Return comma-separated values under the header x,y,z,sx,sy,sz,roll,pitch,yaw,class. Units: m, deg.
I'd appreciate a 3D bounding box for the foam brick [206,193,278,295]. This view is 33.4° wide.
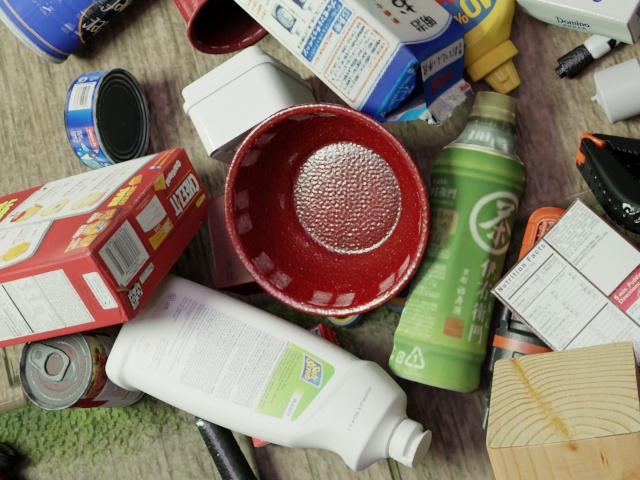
x,y,z,sx,sy,sz,roll,pitch,yaw,class
-0.056,0.001,0.870,0.053,0.051,0.078,-12,78,20,foam brick

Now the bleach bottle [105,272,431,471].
x,y,z,sx,sy,sz,roll,pitch,yaw,class
-0.037,0.112,0.805,0.251,0.068,0.102,22,84,25,bleach bottle

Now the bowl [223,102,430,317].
x,y,z,sx,sy,sz,roll,pitch,yaw,class
0.011,-0.027,0.804,0.162,0.055,0.162,6,106,20,bowl

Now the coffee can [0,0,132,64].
x,y,z,sx,sy,sz,roll,pitch,yaw,class
-0.211,-0.238,0.935,0.140,0.102,0.103,-37,71,12,coffee can

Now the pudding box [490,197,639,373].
x,y,z,sx,sy,sz,roll,pitch,yaw,class
0.186,0.041,0.720,0.090,0.039,0.114,-48,63,9,pudding box

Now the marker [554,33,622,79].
x,y,z,sx,sy,sz,roll,pitch,yaw,class
0.228,-0.161,0.800,0.121,0.020,0.020,-36,72,13,marker

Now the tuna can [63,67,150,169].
x,y,z,sx,sy,sz,roll,pitch,yaw,class
-0.182,-0.103,0.914,0.034,0.086,0.086,-2,82,22,tuna can

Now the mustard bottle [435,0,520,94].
x,y,z,sx,sy,sz,roll,pitch,yaw,class
0.094,-0.195,0.820,0.096,0.058,0.191,-34,91,16,mustard bottle

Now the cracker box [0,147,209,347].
x,y,z,sx,sy,sz,roll,pitch,yaw,class
-0.213,0.012,0.857,0.214,0.164,0.072,-13,117,27,cracker box

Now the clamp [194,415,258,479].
x,y,z,sx,sy,sz,roll,pitch,yaw,class
-0.055,0.212,0.842,0.172,0.039,0.120,22,110,19,clamp

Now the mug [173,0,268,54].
x,y,z,sx,sy,sz,roll,pitch,yaw,class
-0.075,-0.221,0.895,0.117,0.093,0.081,-23,67,-16,mug

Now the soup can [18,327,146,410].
x,y,z,sx,sy,sz,roll,pitch,yaw,class
-0.190,0.105,0.879,0.069,0.102,0.068,-3,82,20,soup can

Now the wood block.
x,y,z,sx,sy,sz,roll,pitch,yaw,class
0.175,0.179,0.679,0.090,0.090,0.206,-11,116,19,wood block
